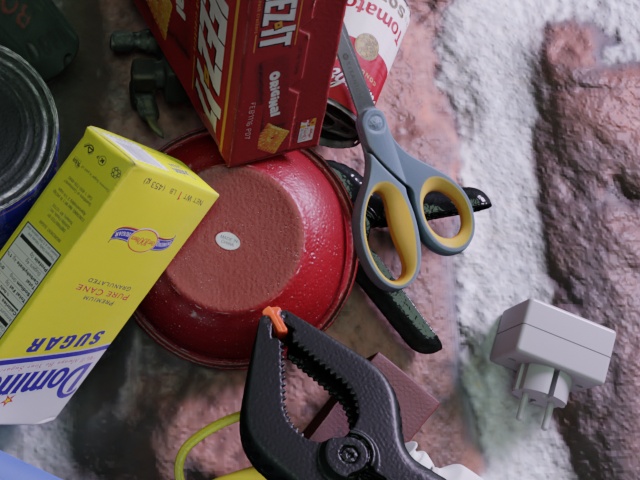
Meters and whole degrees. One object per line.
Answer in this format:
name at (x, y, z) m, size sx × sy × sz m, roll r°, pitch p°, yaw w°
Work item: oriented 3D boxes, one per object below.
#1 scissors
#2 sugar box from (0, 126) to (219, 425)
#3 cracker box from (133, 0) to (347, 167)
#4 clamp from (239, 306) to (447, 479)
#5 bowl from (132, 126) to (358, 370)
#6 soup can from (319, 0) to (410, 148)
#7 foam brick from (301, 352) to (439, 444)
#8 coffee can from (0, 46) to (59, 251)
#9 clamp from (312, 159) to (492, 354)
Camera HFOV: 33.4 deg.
scissors at (0.051, -0.069, 0.694) m, size 0.096 × 0.016 × 0.202 m, roll -4°, pitch 87°, yaw -25°
sugar box at (-0.141, 0.025, 0.601) m, size 0.048 × 0.093 × 0.176 m, roll 38°, pitch 98°, yaw 25°
cracker box at (-0.065, -0.176, 0.638) m, size 0.072 × 0.164 × 0.214 m, roll -17°, pitch 57°, yaw -22°
clamp at (0.007, 0.132, 0.586) m, size 0.164 × 0.036 × 0.210 m, roll -25°, pitch 66°, yaw -26°
bowl at (-0.054, 0.001, 0.667) m, size 0.162 × 0.055 × 0.162 m, roll 0°, pitch 85°, yaw -1°
soup can at (0.015, -0.123, 0.732) m, size 0.068 × 0.069 × 0.102 m, roll 25°, pitch 70°, yaw -6°
foam brick at (0.027, 0.119, 0.678) m, size 0.053 × 0.051 × 0.078 m, roll 42°, pitch 70°, yaw 1°
coffee can at (-0.204, -0.042, 0.617) m, size 0.102 × 0.140 × 0.103 m, roll 4°, pitch 74°, yaw -13°
clamp at (0.031, -0.013, 0.721) m, size 0.171 × 0.039 × 0.120 m, roll 31°, pitch 69°, yaw -4°
